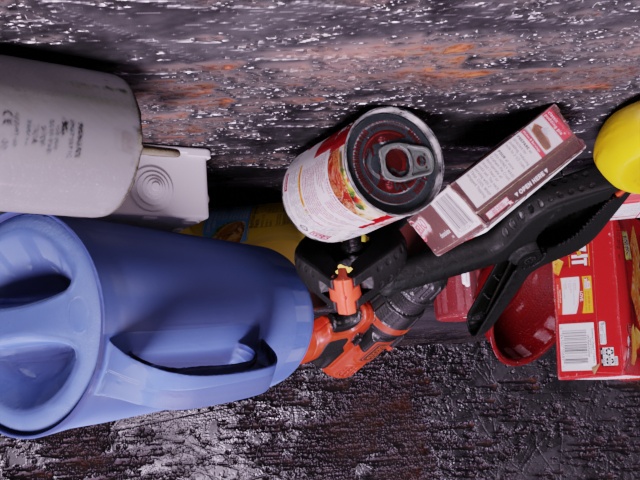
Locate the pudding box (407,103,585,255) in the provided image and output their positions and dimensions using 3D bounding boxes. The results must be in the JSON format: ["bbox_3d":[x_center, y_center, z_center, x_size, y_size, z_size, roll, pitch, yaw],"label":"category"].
[{"bbox_3d":[0.112,-0.037,0.702,0.090,0.039,0.113,-38,179,-13],"label":"pudding box"}]

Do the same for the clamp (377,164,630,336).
[{"bbox_3d":[0.161,0.008,0.858,0.210,0.036,0.164,-33,146,17],"label":"clamp"}]

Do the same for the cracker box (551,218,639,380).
[{"bbox_3d":[0.302,0.060,1.093,0.072,0.164,0.213,-7,170,30],"label":"cracker box"}]

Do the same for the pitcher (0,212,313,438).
[{"bbox_3d":[-0.103,0.057,0.705,0.145,0.149,0.242,-31,161,29],"label":"pitcher"}]

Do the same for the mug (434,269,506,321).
[{"bbox_3d":[0.170,0.047,1.208,0.093,0.081,0.117,-2,170,-8],"label":"mug"}]

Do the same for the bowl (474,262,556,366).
[{"bbox_3d":[0.216,0.051,1.145,0.161,0.162,0.055,6,-164,-46],"label":"bowl"}]

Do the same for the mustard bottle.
[{"bbox_3d":[-0.056,0.002,0.874,0.191,0.058,0.096,-4,-155,6],"label":"mustard bottle"}]

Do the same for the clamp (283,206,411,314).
[{"bbox_3d":[0.015,-0.004,0.773,0.120,0.039,0.171,-7,-155,20],"label":"clamp"}]

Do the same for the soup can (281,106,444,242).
[{"bbox_3d":[0.024,-0.039,0.682,0.068,0.068,0.102,1,170,-25],"label":"soup can"}]

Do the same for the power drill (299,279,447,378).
[{"bbox_3d":[0.002,0.072,0.921,0.187,0.057,0.185,-3,148,-37],"label":"power drill"}]
